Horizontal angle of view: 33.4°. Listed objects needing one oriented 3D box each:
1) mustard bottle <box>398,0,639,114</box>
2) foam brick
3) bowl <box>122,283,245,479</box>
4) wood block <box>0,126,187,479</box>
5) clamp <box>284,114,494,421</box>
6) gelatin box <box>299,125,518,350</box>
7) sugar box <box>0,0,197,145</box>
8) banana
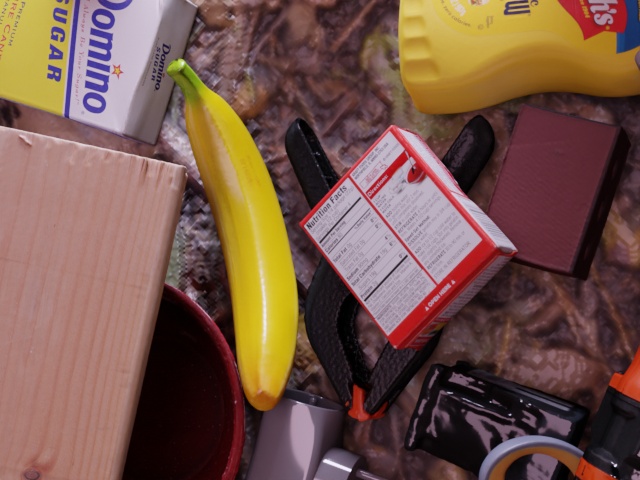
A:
[{"bbox_3d":[0.138,-0.118,0.539,0.192,0.058,0.096,-2,67,19],"label":"mustard bottle"},{"bbox_3d":[0.119,-0.023,0.541,0.051,0.053,0.078,19,92,21],"label":"foam brick"},{"bbox_3d":[-0.107,0.100,0.612,0.162,0.055,0.162,-2,84,20],"label":"bowl"},{"bbox_3d":[-0.132,0.056,0.533,0.090,0.090,0.206,13,89,-6],"label":"wood block"},{"bbox_3d":[0.022,0.008,0.584,0.120,0.039,0.171,12,87,32],"label":"clamp"},{"bbox_3d":[0.042,-0.002,0.532,0.073,0.030,0.089,-48,62,20],"label":"gelatin box"},{"bbox_3d":[-0.172,-0.127,0.663,0.176,0.048,0.093,17,91,22],"label":"sugar box"},{"bbox_3d":[-0.045,-0.002,0.590,0.037,0.069,0.198,-26,73,28],"label":"banana"}]
